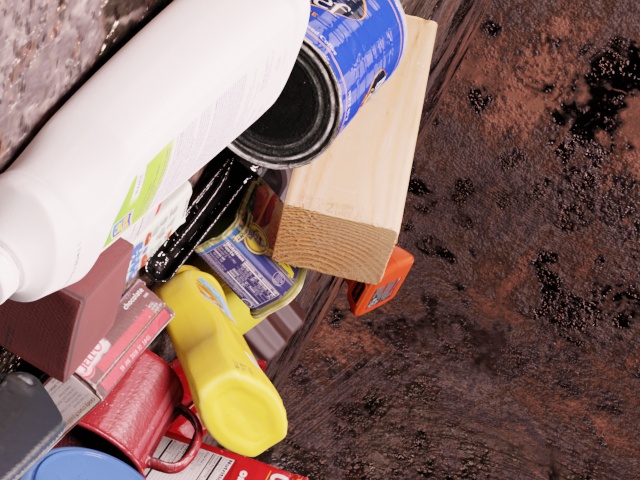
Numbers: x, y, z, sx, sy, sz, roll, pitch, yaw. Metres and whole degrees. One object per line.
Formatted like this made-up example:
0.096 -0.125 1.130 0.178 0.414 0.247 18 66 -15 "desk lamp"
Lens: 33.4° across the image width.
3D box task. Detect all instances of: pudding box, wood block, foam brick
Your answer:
-0.153 0.085 0.692 0.114 0.039 0.090 -43 -174 41 "pudding box"
0.029 -0.081 0.861 0.091 0.090 0.206 104 -1 -59 "wood block"
-0.142 0.028 0.579 0.051 0.053 0.078 -55 173 -44 "foam brick"

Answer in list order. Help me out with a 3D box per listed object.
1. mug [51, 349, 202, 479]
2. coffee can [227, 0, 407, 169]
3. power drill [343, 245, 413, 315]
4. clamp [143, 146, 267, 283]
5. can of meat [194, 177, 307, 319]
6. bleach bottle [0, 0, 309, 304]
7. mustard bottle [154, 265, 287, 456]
-0.143 0.133 0.797 0.093 0.117 0.081 98 15 -50 "mug"
-0.009 -0.125 0.740 0.140 0.103 0.103 -53 170 -53 "coffee can"
0.022 -0.026 1.145 0.057 0.188 0.185 -25 157 -23 "power drill"
-0.053 -0.071 0.842 0.165 0.036 0.209 -41 -167 48 "clamp"
-0.056 0.001 0.905 0.058 0.084 0.102 -29 -154 29 "can of meat"
-0.096 -0.054 0.538 0.250 0.068 0.103 -52 170 -46 "bleach bottle"
-0.090 0.078 0.847 0.058 0.192 0.096 -34 131 0 "mustard bottle"
